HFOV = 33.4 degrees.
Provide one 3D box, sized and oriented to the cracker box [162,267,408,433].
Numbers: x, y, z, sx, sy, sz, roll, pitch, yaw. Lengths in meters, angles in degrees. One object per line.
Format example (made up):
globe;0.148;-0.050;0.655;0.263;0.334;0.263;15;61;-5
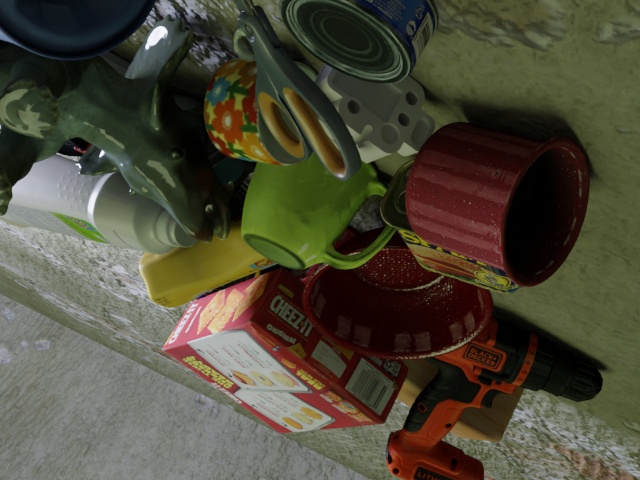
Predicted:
cracker box;-0.039;0.114;1.046;0.164;0.072;0.214;39;153;-17

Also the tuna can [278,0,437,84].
tuna can;0.020;-0.126;0.600;0.086;0.033;0.086;26;164;8

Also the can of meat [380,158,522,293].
can of meat;0.105;-0.008;0.783;0.102;0.057;0.084;19;164;30

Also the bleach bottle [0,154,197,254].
bleach bottle;-0.188;-0.030;0.866;0.251;0.068;0.102;15;168;38

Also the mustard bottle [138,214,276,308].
mustard bottle;-0.056;0.001;0.929;0.096;0.192;0.058;-11;-100;-77

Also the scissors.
scissors;-0.042;-0.121;0.649;0.201;0.016;0.096;56;160;-11

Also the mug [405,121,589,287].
mug;0.116;-0.028;0.671;0.082;0.093;0.117;21;-160;41

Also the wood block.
wood block;0.105;0.122;1.123;0.206;0.090;0.091;33;163;-15

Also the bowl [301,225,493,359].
bowl;0.067;0.037;0.917;0.162;0.055;0.162;4;141;3

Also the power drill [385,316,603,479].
power drill;0.156;0.163;1.035;0.184;0.188;0.057;22;-157;2

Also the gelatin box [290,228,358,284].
gelatin box;-0.002;0.025;1.030;0.030;0.073;0.089;33;164;-12
